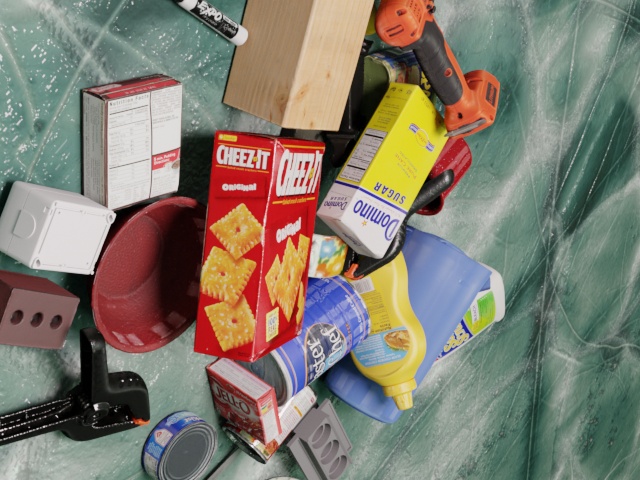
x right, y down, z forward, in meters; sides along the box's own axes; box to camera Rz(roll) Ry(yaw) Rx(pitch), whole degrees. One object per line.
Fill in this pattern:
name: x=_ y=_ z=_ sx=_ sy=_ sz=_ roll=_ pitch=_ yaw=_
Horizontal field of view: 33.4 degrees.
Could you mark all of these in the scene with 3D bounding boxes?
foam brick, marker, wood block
foam brick: x=-0.264 y=0.061 z=0.941 sx=0.078 sy=0.051 sz=0.053 roll=14 pitch=100 yaw=-54
marker: x=-0.109 y=-0.214 z=0.992 sx=0.121 sy=0.020 sz=0.020 roll=26 pitch=90 yaw=-55
wood block: x=-0.013 y=-0.220 z=1.048 sx=0.090 sy=0.091 sz=0.206 roll=-4 pitch=114 yaw=-51

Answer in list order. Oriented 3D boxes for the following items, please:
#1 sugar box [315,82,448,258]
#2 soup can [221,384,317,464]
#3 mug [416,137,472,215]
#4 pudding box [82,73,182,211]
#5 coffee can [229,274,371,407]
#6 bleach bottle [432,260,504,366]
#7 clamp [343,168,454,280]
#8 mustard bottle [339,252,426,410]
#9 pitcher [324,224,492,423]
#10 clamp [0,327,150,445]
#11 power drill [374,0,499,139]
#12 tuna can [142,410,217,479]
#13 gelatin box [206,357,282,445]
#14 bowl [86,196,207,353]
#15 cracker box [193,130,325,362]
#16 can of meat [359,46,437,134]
sugar box: x=0.073 y=-0.077 z=1.174 sx=0.093 sy=0.048 sz=0.176 roll=41 pitch=71 yaw=-45
soup can: x=-0.060 y=0.206 z=1.274 sx=0.102 sy=0.069 sz=0.068 roll=-50 pitch=142 yaw=-20
mug: x=0.126 y=-0.100 z=1.312 sx=0.117 sy=0.093 sz=0.081 roll=49 pitch=61 yaw=-14
pudding box: x=-0.172 y=-0.090 z=0.976 sx=0.089 sy=0.039 sz=0.113 roll=-21 pitch=125 yaw=-43
coffee can: x=-0.025 y=0.111 z=1.227 sx=0.140 sy=0.103 sz=0.103 roll=-35 pitch=135 yaw=-34
bleach bottle: x=0.160 y=0.134 z=1.511 sx=0.250 sy=0.068 sz=0.102 roll=-37 pitch=136 yaw=-29
clamp: x=0.081 y=-0.030 z=1.241 sx=0.039 sy=0.120 sz=0.171 roll=22 pitch=84 yaw=-64
mustard bottle: x=0.076 y=0.110 z=1.287 sx=0.058 sy=0.096 sz=0.191 roll=-11 pitch=85 yaw=-61
pitcher: x=0.098 y=0.103 z=1.372 sx=0.243 sy=0.149 sz=0.145 roll=-60 pitch=159 yaw=1
clamp: x=-0.220 y=0.149 z=1.027 sx=0.165 sy=0.036 sz=0.209 roll=-42 pitch=154 yaw=14
power drill: x=0.128 y=-0.218 z=1.164 sx=0.187 sy=0.057 sz=0.184 roll=52 pitch=35 yaw=-26
tuna can: x=-0.158 y=0.235 z=1.197 sx=0.085 sy=0.034 sz=0.086 roll=-29 pitch=132 yaw=-38
gelatin box: x=-0.087 y=0.180 z=1.205 sx=0.030 sy=0.089 sz=0.073 roll=-35 pitch=135 yaw=-32
bowl: x=-0.170 y=0.026 z=1.033 sx=0.161 sy=0.055 sz=0.162 roll=-29 pitch=132 yaw=-38
cracker box: x=-0.057 y=0.001 z=1.069 sx=0.164 sy=0.072 sz=0.214 roll=-14 pitch=112 yaw=-73
can of meat: x=0.087 y=-0.173 z=1.234 sx=0.083 sy=0.058 sz=0.102 roll=-23 pitch=127 yaw=-39
